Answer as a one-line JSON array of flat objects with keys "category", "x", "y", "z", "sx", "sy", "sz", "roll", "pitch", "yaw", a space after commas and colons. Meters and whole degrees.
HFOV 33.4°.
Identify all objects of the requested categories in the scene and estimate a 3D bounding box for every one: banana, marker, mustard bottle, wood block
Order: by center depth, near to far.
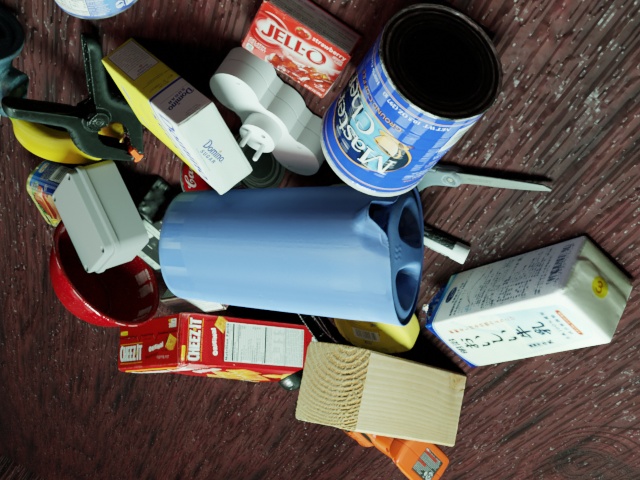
[{"category": "marker", "x": 0.094, "y": -0.011, "z": 1.087, "sx": 0.121, "sy": 0.020, "sz": 0.020, "roll": 26, "pitch": 151, "yaw": 7}, {"category": "mustard bottle", "x": 0.047, "y": 0.051, "z": 1.186, "sx": 0.096, "sy": 0.058, "sz": 0.191, "roll": 12, "pitch": 147, "yaw": 26}, {"category": "wood block", "x": 0.074, "y": 0.181, "z": 1.248, "sx": 0.090, "sy": 0.091, "sz": 0.205, "roll": 4, "pitch": 170, "yaw": 39}, {"category": "banana", "x": -0.298, "y": -0.120, "z": 1.255, "sx": 0.198, "sy": 0.037, "sz": 0.069, "roll": 11, "pitch": 146, "yaw": 31}]

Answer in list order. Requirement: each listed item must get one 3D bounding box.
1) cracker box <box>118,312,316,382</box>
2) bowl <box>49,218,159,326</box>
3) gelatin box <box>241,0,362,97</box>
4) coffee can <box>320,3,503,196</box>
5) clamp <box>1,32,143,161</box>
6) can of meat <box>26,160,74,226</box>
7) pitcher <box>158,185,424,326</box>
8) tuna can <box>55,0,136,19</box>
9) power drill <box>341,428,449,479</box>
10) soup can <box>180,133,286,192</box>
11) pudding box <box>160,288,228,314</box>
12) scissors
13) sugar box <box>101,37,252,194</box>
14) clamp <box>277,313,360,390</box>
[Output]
[{"category": "cracker box", "x": -0.129, "y": 0.142, "z": 1.381, "sx": 0.213, "sy": 0.072, "sz": 0.164, "roll": 9, "pitch": 166, "yaw": -36}, {"category": "bowl", "x": -0.274, "y": 0.047, "z": 1.300, "sx": 0.055, "sy": 0.162, "sz": 0.162, "roll": -37, "pitch": 114, "yaw": 26}, {"category": "gelatin box", "x": -0.018, "y": -0.172, "z": 0.922, "sx": 0.089, "sy": 0.030, "sz": 0.073, "roll": 33, "pitch": 151, "yaw": -5}, {"category": "coffee can", "x": 0.070, "y": -0.110, "z": 0.866, "sx": 0.103, "sy": 0.102, "sz": 0.140, "roll": 32, "pitch": 151, "yaw": -5}, {"category": "clamp", "x": -0.236, "y": -0.143, "z": 1.126, "sx": 0.120, "sy": 0.039, "sz": 0.171, "roll": -38, "pitch": 144, "yaw": 16}, {"category": "can of meat", "x": -0.316, "y": -0.050, "z": 1.361, "sx": 0.084, "sy": 0.057, "sz": 0.102, "roll": 19, "pitch": 149, "yaw": 25}, {"category": "pitcher", "x": -0.024, "y": 0.014, "z": 1.034, "sx": 0.243, "sy": 0.144, "sz": 0.149, "roll": 3, "pitch": 108, "yaw": 19}, {"category": "tuna can", "x": -0.196, "y": -0.234, "z": 0.931, "sx": 0.086, "sy": 0.086, "sz": 0.034, "roll": 21, "pitch": 152, "yaw": 16}, {"category": "power drill", "x": 0.072, "y": 0.249, "z": 1.430, "sx": 0.188, "sy": 0.057, "sz": 0.184, "roll": 28, "pitch": 167, "yaw": 48}, {"category": "soup can", "x": -0.091, "y": -0.072, "z": 1.109, "sx": 0.068, "sy": 0.068, "sz": 0.102, "roll": 44, "pitch": 148, "yaw": -23}, {"category": "pudding box", "x": -0.136, "y": 0.045, "z": 1.312, "sx": 0.039, "sy": 0.090, "sz": 0.114, "roll": 44, "pitch": 148, "yaw": -23}, {"category": "scissors", "x": 0.106, "y": -0.072, "z": 0.983, "sx": 0.202, "sy": 0.016, "sz": 0.096, "roll": -2, "pitch": 138, "yaw": 44}, {"category": "sugar box", "x": -0.140, "y": -0.121, "z": 1.025, "sx": 0.176, "sy": 0.048, "sz": 0.093, "roll": 44, "pitch": 168, "yaw": 46}, {"category": "clamp", "x": 0.016, "y": 0.146, "z": 1.296, "sx": 0.036, "sy": 0.164, "sz": 0.209, "roll": -29, "pitch": 129, "yaw": 30}]
